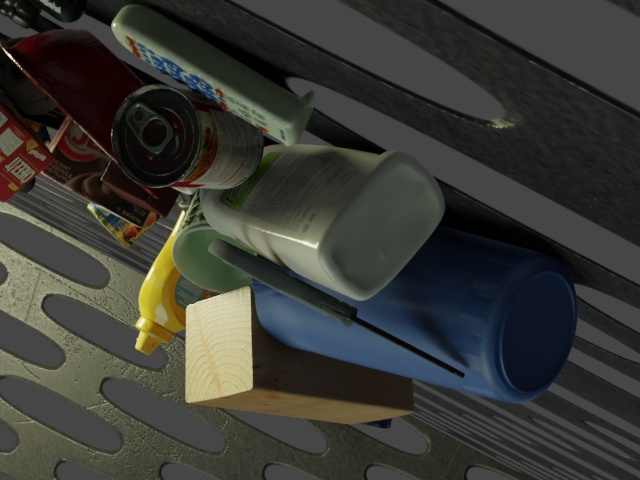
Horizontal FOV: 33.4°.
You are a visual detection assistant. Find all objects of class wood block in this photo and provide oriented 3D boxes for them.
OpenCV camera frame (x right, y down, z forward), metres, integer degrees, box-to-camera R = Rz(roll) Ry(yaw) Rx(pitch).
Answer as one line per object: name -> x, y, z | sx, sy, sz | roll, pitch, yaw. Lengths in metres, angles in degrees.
wood block -> -0.015, 0.111, 0.977 | 0.205, 0.091, 0.090 | 16, 155, -43

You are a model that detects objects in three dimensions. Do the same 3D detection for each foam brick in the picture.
foam brick -> -0.153, -0.069, 0.970 | 0.051, 0.078, 0.053 | 23, 169, 18

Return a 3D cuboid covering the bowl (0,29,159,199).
bowl -> -0.162, -0.106, 0.802 | 0.162, 0.055, 0.162 | 44, 177, 3

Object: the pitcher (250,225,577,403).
pitcher -> 0.078, 0.045, 0.833 | 0.243, 0.149, 0.145 | 13, 139, 46

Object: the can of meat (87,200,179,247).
can of meat -> -0.214, -0.042, 1.218 | 0.057, 0.084, 0.102 | 45, 172, 7

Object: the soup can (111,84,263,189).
soup can -> -0.090, -0.070, 0.745 | 0.069, 0.068, 0.102 | 24, -170, 19

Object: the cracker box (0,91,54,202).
cracker box -> -0.338, -0.146, 0.908 | 0.214, 0.072, 0.164 | 46, 174, 14

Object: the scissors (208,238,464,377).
scissors -> 0.000, 0.042, 0.740 | 0.202, 0.016, 0.096 | 25, 176, 33

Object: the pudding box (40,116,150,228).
pudding box -> -0.201, -0.077, 1.026 | 0.113, 0.090, 0.039 | 31, 171, -23

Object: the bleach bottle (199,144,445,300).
bleach bottle -> -0.021, -0.034, 0.794 | 0.068, 0.102, 0.251 | 47, 168, -31

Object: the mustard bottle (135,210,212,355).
mustard bottle -> -0.147, 0.037, 1.166 | 0.058, 0.191, 0.096 | 24, 170, 22
